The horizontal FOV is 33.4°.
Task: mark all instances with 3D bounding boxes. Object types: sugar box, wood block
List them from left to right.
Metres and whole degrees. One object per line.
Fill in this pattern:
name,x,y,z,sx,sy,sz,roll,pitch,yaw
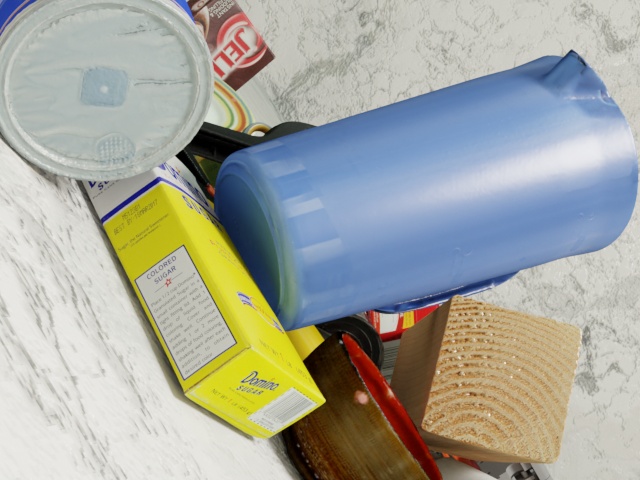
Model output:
sugar box,-0.068,0.015,0.565,0.176,0.048,0.093,60,7,32
wood block,0.107,0.107,0.767,0.090,0.091,0.206,15,-12,-1

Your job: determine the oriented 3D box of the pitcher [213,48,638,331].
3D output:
pitcher,0.062,-0.019,0.664,0.145,0.242,0.149,-2,-77,65

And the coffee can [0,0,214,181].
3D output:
coffee can,-0.117,-0.111,0.538,0.102,0.103,0.140,51,10,-42

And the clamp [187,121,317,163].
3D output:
clamp,-0.022,-0.046,0.821,0.209,0.036,0.165,-7,49,-44
